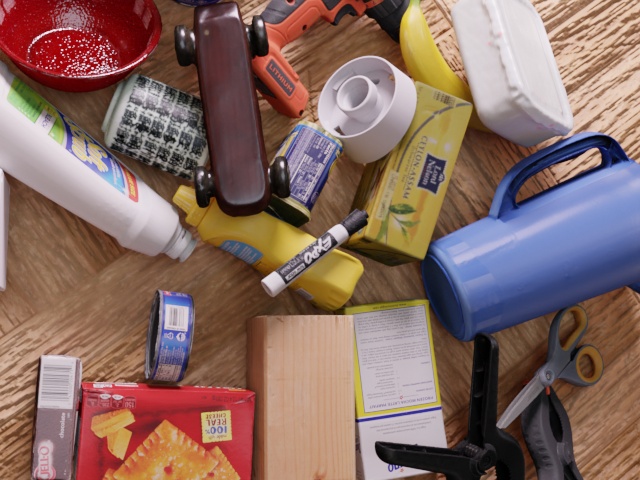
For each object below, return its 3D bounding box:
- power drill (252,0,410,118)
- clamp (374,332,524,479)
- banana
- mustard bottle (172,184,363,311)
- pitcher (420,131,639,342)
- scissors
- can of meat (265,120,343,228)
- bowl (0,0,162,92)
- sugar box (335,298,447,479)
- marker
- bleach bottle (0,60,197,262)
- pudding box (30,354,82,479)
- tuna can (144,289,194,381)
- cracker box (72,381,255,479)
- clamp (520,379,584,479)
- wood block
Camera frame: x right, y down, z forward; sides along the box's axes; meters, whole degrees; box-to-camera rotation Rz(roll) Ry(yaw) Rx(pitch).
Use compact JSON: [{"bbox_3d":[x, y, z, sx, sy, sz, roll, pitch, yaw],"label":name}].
[{"bbox_3d":[0.005,-0.217,1.081,0.187,0.057,0.184,-51,124,-8],"label":"power drill"},{"bbox_3d":[0.157,0.204,1.063,0.164,0.036,0.209,-49,123,-14],"label":"clamp"},{"bbox_3d":[0.139,-0.170,1.116,0.069,0.037,0.197,-42,116,-1],"label":"banana"},{"bbox_3d":[-0.057,0.001,1.039,0.191,0.096,0.058,29,78,-10],"label":"mustard bottle"},{"bbox_3d":[0.228,0.003,1.097,0.242,0.145,0.149,-21,64,-13],"label":"pitcher"},{"bbox_3d":[0.245,0.150,1.104,0.096,0.016,0.201,50,50,-18],"label":"scissors"},{"bbox_3d":[-0.025,-0.063,1.052,0.057,0.102,0.084,30,76,-9],"label":"can of meat"},{"bbox_3d":[-0.234,-0.192,1.015,0.162,0.055,0.162,7,51,-9],"label":"bowl"},{"bbox_3d":[0.072,0.150,1.085,0.093,0.048,0.176,-5,89,-15],"label":"sugar box"},{"bbox_3d":[-0.003,0.010,0.991,0.121,0.020,0.020,-37,94,-16],"label":"marker"},{"bbox_3d":[-0.224,-0.063,1.009,0.250,0.102,0.068,36,108,-20],"label":"bleach bottle"},{"bbox_3d":[-0.244,0.161,0.978,0.039,0.090,0.113,7,82,-16],"label":"pudding box"},{"bbox_3d":[-0.144,0.091,1.013,0.033,0.086,0.086,8,82,-15],"label":"tuna can"},{"bbox_3d":[-0.151,0.243,1.003,0.164,0.072,0.214,5,84,-13],"label":"cracker box"},{"bbox_3d":[0.238,0.230,1.098,0.039,0.120,0.171,-22,85,28],"label":"clamp"},{"bbox_3d":[-0.020,0.176,1.035,0.090,0.090,0.206,1,84,-15],"label":"wood block"}]
